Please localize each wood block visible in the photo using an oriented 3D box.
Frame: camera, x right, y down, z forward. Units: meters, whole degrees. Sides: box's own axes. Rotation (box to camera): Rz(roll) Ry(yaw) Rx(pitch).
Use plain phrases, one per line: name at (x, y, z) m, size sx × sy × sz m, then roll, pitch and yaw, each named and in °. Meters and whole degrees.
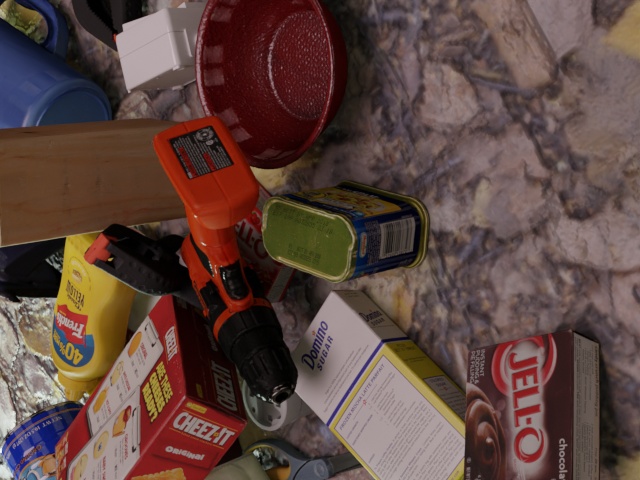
wood block at (-0.216, -0.057, 0.954) m, size 0.091 × 0.205 × 0.090 m, roll 11°, pitch 106°, yaw 44°

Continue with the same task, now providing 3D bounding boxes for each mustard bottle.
mustard bottle at (-0.230, 0.078, 1.067) m, size 0.096 × 0.058 × 0.192 m, roll 36°, pitch 121°, yaw 36°

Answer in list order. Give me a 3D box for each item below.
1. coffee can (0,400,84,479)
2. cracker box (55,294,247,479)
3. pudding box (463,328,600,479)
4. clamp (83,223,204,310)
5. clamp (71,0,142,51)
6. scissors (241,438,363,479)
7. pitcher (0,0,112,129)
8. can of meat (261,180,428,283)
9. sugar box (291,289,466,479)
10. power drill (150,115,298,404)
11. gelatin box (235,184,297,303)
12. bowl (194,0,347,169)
coffee can at (-0.266, 0.258, 1.141) m, size 0.140 × 0.102 × 0.103 m, roll 53°, pitch 130°, yaw 24°
cracker box at (-0.156, 0.175, 0.950) m, size 0.214 × 0.072 × 0.164 m, roll -53°, pitch 28°, yaw 19°
pudding box at (0.142, 0.123, 0.721) m, size 0.090 × 0.039 × 0.113 m, roll -20°, pitch 58°, yaw 46°
clamp at (-0.146, 0.017, 0.943) m, size 0.120 × 0.171 × 0.039 m, roll 38°, pitch 96°, yaw 40°
clamp at (-0.228, -0.269, 1.043) m, size 0.165 × 0.036 × 0.210 m, roll -28°, pitch 79°, yaw 44°
scissors at (0.003, 0.215, 0.925) m, size 0.202 × 0.016 × 0.096 m, roll -4°, pitch 97°, yaw 45°
pitcher at (-0.323, -0.166, 1.107) m, size 0.243 × 0.144 × 0.149 m, roll 31°, pitch 131°, yaw 33°
can of meat at (0.017, -0.007, 0.816) m, size 0.102 × 0.083 × 0.057 m, roll 18°, pitch 111°, yaw 41°
sugar box at (0.053, 0.127, 0.830) m, size 0.176 × 0.048 × 0.093 m, roll 47°, pitch 117°, yaw 32°
power drill at (-0.072, 0.014, 0.819) m, size 0.184 × 0.057 × 0.188 m, roll 56°, pitch 160°, yaw 39°
gelatin box at (-0.056, 0.001, 0.930) m, size 0.089 × 0.030 × 0.073 m, roll 47°, pitch 127°, yaw 28°
bowl at (-0.030, -0.140, 0.857) m, size 0.162 × 0.055 × 0.162 m, roll 11°, pitch 106°, yaw 43°
